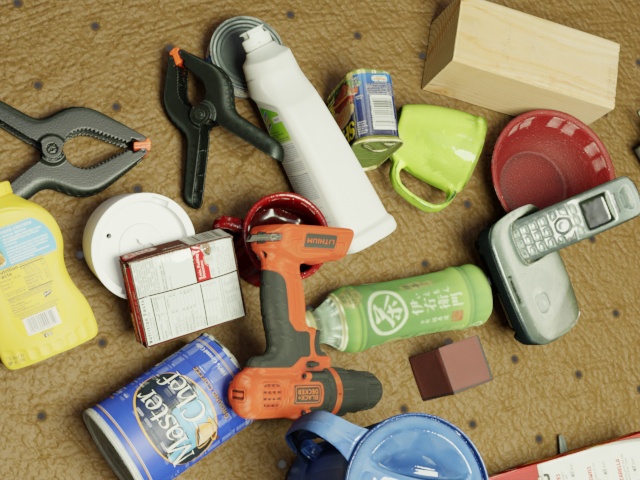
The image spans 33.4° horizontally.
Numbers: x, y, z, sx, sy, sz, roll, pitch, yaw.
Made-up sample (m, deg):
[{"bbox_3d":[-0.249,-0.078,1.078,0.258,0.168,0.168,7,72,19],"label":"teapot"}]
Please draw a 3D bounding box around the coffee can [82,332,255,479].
[{"bbox_3d":[-0.143,0.169,1.034,0.140,0.103,0.103,-33,89,-23],"label":"coffee can"}]

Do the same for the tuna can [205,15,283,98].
[{"bbox_3d":[-0.084,-0.201,1.179,0.086,0.034,0.086,4,76,-17],"label":"tuna can"}]

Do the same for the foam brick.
[{"bbox_3d":[0.140,0.138,1.149,0.052,0.078,0.051,-16,82,-23],"label":"foam brick"}]

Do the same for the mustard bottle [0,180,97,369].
[{"bbox_3d":[-0.292,0.020,1.025,0.096,0.058,0.191,-22,97,-16],"label":"mustard bottle"}]

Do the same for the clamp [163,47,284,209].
[{"bbox_3d":[-0.125,-0.121,1.133,0.120,0.039,0.171,-35,73,8],"label":"clamp"}]

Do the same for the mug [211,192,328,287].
[{"bbox_3d":[-0.057,0.001,1.113,0.117,0.082,0.093,16,73,-15],"label":"mug"}]

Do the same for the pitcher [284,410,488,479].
[{"bbox_3d":[0.040,0.230,1.004,0.144,0.243,0.149,-6,79,-20],"label":"pitcher"}]

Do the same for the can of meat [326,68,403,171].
[{"bbox_3d":[0.046,-0.131,1.169,0.057,0.102,0.084,-1,75,-20],"label":"can of meat"}]

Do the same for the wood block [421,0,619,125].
[{"bbox_3d":[0.235,-0.206,1.255,0.206,0.091,0.090,14,72,-14],"label":"wood block"}]

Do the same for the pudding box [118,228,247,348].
[{"bbox_3d":[-0.135,0.046,1.053,0.113,0.039,0.090,-16,107,-23],"label":"pudding box"}]

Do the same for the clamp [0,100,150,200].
[{"bbox_3d":[-0.281,-0.098,1.087,0.209,0.036,0.164,-12,85,-18],"label":"clamp"}]

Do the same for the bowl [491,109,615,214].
[{"bbox_3d":[0.262,-0.069,1.250,0.162,0.055,0.162,4,76,-17],"label":"bowl"}]

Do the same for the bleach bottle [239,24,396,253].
[{"bbox_3d":[-0.014,-0.109,1.121,0.068,0.103,0.251,-30,100,-22],"label":"bleach bottle"}]

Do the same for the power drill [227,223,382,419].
[{"bbox_3d":[-0.007,0.080,1.035,0.184,0.057,0.187,5,83,-44],"label":"power drill"}]
